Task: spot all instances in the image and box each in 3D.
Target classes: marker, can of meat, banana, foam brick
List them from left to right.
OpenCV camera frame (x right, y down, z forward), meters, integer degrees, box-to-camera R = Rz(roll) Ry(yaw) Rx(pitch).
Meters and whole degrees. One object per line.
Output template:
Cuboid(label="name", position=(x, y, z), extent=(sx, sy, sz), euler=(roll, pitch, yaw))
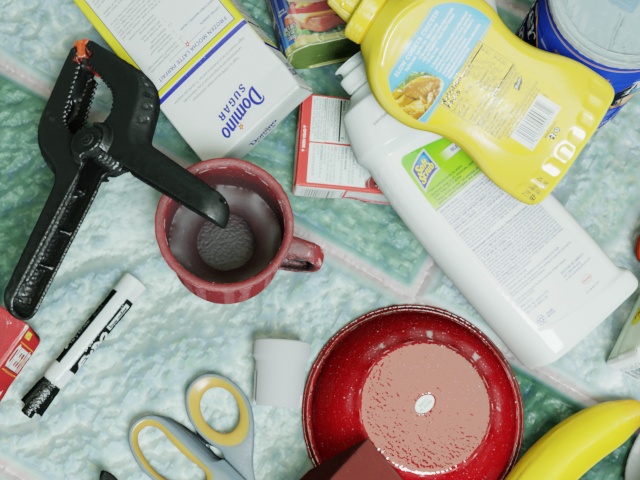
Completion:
Cuboid(label="marker", position=(-0.168, 0.075, 0.754), extent=(0.020, 0.020, 0.121), euler=(37, 76, 5))
Cuboid(label="can of meat", position=(0.009, -0.183, 0.813), extent=(0.102, 0.057, 0.084), euler=(-14, 79, -8))
Cuboid(label="foam brick", position=(0.013, 0.176, 0.702), extent=(0.053, 0.078, 0.051), euler=(50, 47, 0))
Cuboid(label="banana", position=(0.156, 0.182, 0.744), extent=(0.069, 0.037, 0.197), euler=(38, 78, -23))

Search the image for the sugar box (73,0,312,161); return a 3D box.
Cuboid(label="sugar box", position=(-0.096, -0.146, 0.789), extent=(0.093, 0.048, 0.176), euler=(-40, 84, 13))

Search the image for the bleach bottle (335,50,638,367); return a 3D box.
Cuboid(label="bleach bottle", position=(0.106, -0.035, 0.757), extent=(0.102, 0.068, 0.251), euler=(-39, 90, -15))

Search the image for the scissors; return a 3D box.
Cuboid(label="scissors", position=(-0.038, 0.168, 0.741), extent=(0.202, 0.016, 0.096), euler=(30, 76, 4))

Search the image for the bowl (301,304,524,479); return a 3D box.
Cuboid(label="bowl", position=(0.069, 0.119, 0.741), extent=(0.162, 0.055, 0.162), euler=(1, 75, -4))

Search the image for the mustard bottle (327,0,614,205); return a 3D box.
Cuboid(label="mustard bottle", position=(0.089, -0.112, 0.704), extent=(0.191, 0.058, 0.096), euler=(33, 100, -1))

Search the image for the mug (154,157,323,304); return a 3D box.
Cuboid(label="mug", position=(-0.055, 0.001, 0.748), extent=(0.117, 0.081, 0.093), euler=(11, 75, -1))

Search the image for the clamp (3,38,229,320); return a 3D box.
Cuboid(label="clamp", position=(-0.139, -0.059, 0.724), extent=(0.165, 0.036, 0.210), euler=(-18, 56, 17))

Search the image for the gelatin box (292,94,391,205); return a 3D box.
Cuboid(label="gelatin box", position=(0.026, -0.067, 0.798), extent=(0.089, 0.030, 0.073), euler=(5, 75, -6))
